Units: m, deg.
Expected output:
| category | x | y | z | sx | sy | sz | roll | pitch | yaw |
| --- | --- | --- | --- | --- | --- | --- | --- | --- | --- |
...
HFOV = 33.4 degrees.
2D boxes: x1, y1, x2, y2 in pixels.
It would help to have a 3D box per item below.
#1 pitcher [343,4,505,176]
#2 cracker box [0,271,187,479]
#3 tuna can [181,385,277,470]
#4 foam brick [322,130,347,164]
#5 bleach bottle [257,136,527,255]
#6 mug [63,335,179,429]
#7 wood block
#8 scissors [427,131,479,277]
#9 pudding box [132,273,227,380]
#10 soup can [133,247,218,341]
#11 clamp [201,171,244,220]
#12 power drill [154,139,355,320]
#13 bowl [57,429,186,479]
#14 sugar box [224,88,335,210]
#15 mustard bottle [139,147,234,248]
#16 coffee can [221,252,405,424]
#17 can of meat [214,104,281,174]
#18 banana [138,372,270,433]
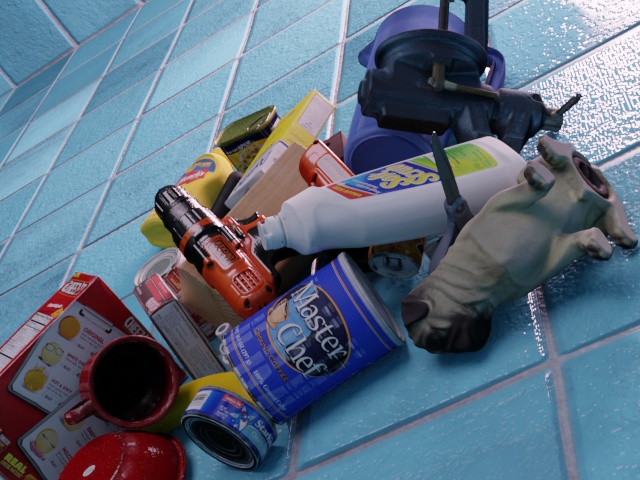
| category | x | y | z | sx | sy | sz | roll | pitch | yaw |
| --- | --- | --- | --- | --- | --- | --- | --- | --- | --- |
| pitcher | 0.115 | -0.162 | 1.262 | 0.149 | 0.145 | 0.242 | -39 | 22 | 41 |
| cracker box | -0.276 | 0.165 | 1.150 | 0.213 | 0.164 | 0.072 | -48 | 29 | -22 |
| tuna can | -0.085 | 0.173 | 0.981 | 0.086 | 0.086 | 0.033 | -8 | 39 | 46 |
| foam brick | 0.020 | -0.090 | 1.332 | 0.053 | 0.051 | 0.078 | -31 | 26 | 14 |
| bleach bottle | 0.066 | -0.032 | 1.013 | 0.250 | 0.068 | 0.103 | -15 | 28 | -11 |
| mug | -0.209 | 0.153 | 1.090 | 0.117 | 0.093 | 0.082 | -35 | 6 | -25 |
| wood block | -0.057 | 0.002 | 1.196 | 0.205 | 0.090 | 0.091 | -50 | -15 | -25 |
| scissors | 0.109 | -0.013 | 0.941 | 0.096 | 0.201 | 0.016 | -51 | 52 | 1 |
| pudding box | -0.154 | 0.099 | 1.165 | 0.039 | 0.113 | 0.090 | -37 | 25 | -6 |
| soup can | -0.160 | 0.066 | 1.241 | 0.069 | 0.102 | 0.068 | -29 | 26 | 16 |
| clamp | -0.144 | -0.011 | 1.391 | 0.120 | 0.039 | 0.171 | -52 | 21 | 44 |
| power drill | -0.056 | -0.026 | 1.093 | 0.187 | 0.057 | 0.185 | -33 | 61 | -17 |
| bowl | -0.210 | 0.242 | 1.045 | 0.162 | 0.055 | 0.162 | -30 | 31 | 20 |
| sugar box | -0.051 | -0.111 | 1.370 | 0.094 | 0.048 | 0.176 | -38 | 15 | 47 |
| mustard bottle | -0.177 | -0.072 | 1.549 | 0.096 | 0.058 | 0.191 | -10 | 36 | 44 |
| coffee can | -0.006 | 0.092 | 0.999 | 0.140 | 0.102 | 0.103 | -35 | 25 | 6 |
| can of meat | -0.083 | -0.130 | 1.496 | 0.102 | 0.084 | 0.057 | -19 | 30 | 34 |
| banana | -0.113 | 0.167 | 1.085 | 0.198 | 0.037 | 0.069 | -11 | 36 | 43 |
